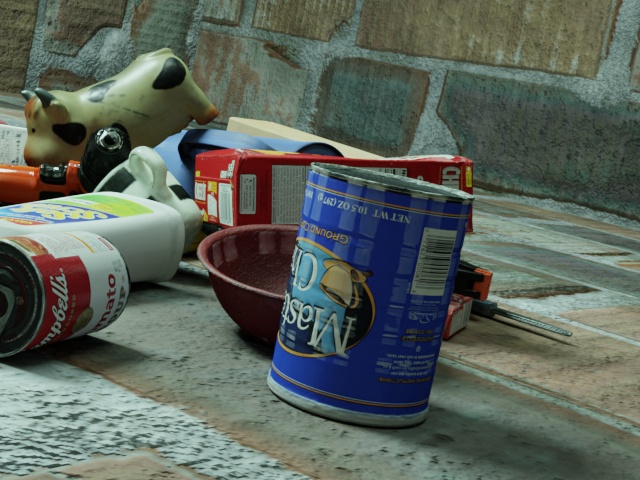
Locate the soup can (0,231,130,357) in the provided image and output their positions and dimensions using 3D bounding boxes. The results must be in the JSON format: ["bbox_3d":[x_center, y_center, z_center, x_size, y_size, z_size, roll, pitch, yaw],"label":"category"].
[{"bbox_3d":[-0.169,0.030,0.647,0.069,0.068,0.102,14,7,18],"label":"soup can"}]

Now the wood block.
[{"bbox_3d":[-0.016,-0.078,1.283,0.206,0.091,0.090,21,13,35],"label":"wood block"}]

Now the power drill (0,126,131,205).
[{"bbox_3d":[-0.267,-0.064,0.991,0.187,0.057,0.185,10,-25,-10],"label":"power drill"}]

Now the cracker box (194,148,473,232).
[{"bbox_3d":[0.007,-0.045,0.956,0.213,0.072,0.164,0,4,-18],"label":"cracker box"}]

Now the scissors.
[{"bbox_3d":[0.145,0.064,1.055,0.096,0.016,0.202,5,10,-32],"label":"scissors"}]

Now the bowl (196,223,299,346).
[{"bbox_3d":[-0.014,0.039,0.794,0.162,0.055,0.162,8,18,-3],"label":"bowl"}]

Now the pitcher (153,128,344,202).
[{"bbox_3d":[-0.095,-0.065,1.195,0.243,0.149,0.144,14,22,41],"label":"pitcher"}]

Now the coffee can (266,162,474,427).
[{"bbox_3d":[0.030,0.031,0.657,0.103,0.140,0.103,11,8,-2],"label":"coffee can"}]

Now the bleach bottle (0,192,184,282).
[{"bbox_3d":[-0.207,0.006,0.791,0.103,0.068,0.250,15,11,21],"label":"bleach bottle"}]
